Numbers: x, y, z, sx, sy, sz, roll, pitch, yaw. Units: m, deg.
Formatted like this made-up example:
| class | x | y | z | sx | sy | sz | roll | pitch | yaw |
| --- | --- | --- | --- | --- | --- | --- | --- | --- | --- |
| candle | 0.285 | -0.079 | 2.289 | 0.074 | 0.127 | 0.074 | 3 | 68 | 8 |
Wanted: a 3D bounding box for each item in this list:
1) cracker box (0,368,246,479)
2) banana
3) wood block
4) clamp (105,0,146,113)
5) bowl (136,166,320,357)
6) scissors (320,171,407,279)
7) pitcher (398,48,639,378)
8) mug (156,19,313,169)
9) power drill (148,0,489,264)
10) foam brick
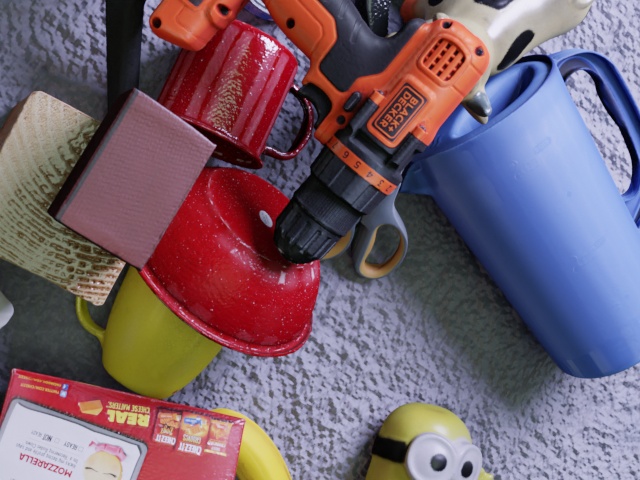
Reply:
| class | x | y | z | sx | sy | sz | roll | pitch | yaw |
| --- | --- | --- | --- | --- | --- | --- | --- | --- | --- |
| cracker box | -0.153 | 0.210 | 0.717 | 0.164 | 0.072 | 0.213 | 14 | 72 | -9 |
| banana | -0.051 | 0.206 | 0.825 | 0.069 | 0.037 | 0.198 | -21 | 101 | 2 |
| wood block | -0.168 | -0.031 | 0.670 | 0.090 | 0.206 | 0.091 | 29 | 86 | -19 |
| clamp | -0.133 | -0.180 | 0.705 | 0.210 | 0.036 | 0.164 | -32 | 115 | 28 |
| bowl | -0.055 | 0.001 | 0.734 | 0.162 | 0.162 | 0.055 | 34 | 119 | -18 |
| scissors | 0.029 | -0.039 | 0.772 | 0.096 | 0.016 | 0.202 | 1 | 139 | 0 |
| pitcher | 0.185 | -0.019 | 0.830 | 0.242 | 0.149 | 0.144 | 54 | 43 | -19 |
| mug | -0.057 | -0.102 | 0.763 | 0.117 | 0.093 | 0.081 | 26 | 82 | -16 |
| power drill | -0.016 | -0.103 | 0.679 | 0.187 | 0.057 | 0.184 | 41 | 97 | 3 |
| foam brick | -0.099 | -0.032 | 0.555 | 0.051 | 0.053 | 0.078 | 32 | 85 | -18 |
